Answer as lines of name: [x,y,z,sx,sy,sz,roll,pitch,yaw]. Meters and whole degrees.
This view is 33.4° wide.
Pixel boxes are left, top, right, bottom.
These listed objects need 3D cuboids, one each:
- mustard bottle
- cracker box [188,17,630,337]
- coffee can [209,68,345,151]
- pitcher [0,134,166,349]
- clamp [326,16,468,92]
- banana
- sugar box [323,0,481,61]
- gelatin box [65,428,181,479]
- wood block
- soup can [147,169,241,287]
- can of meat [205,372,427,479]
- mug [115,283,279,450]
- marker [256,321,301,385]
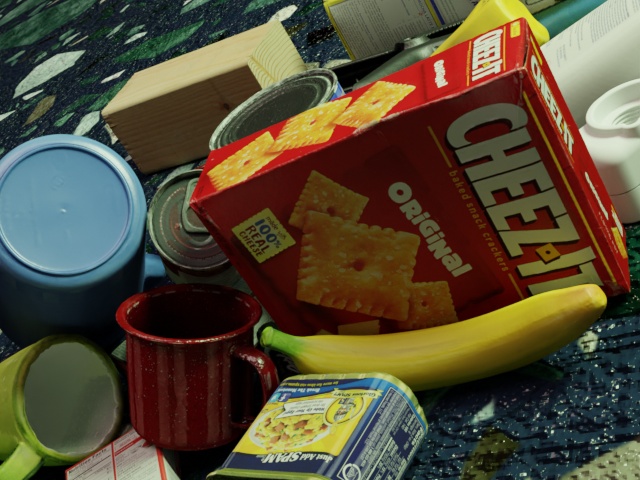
mustard bottle: [0.093,-0.112,0.853,0.192,0.058,0.096,-44,-8,22]
cracker box: [0.055,-0.012,0.642,0.214,0.164,0.072,-20,30,24]
coffee can: [-0.001,-0.037,0.771,0.103,0.140,0.103,-25,27,14]
pitcher: [-0.201,0.010,0.796,0.149,0.145,0.243,-51,1,-19]
clamp: [0.077,-0.164,0.969,0.209,0.036,0.165,-27,20,-23]
banana: [0.068,0.062,0.615,0.198,0.069,0.037,-11,65,18]
sugar box: [0.099,-0.229,1.047,0.177,0.093,0.048,-13,32,32]
gelatin box: [-0.126,0.162,0.688,0.073,0.030,0.089,-33,25,0]
wood block: [-0.121,-0.150,1.151,0.206,0.090,0.090,-12,33,34]
soup can: [-0.082,-0.003,0.744,0.068,0.068,0.102,-37,-8,-11]
can of meat: [0.000,0.121,0.595,0.102,0.057,0.083,-7,34,40]
mug: [-0.074,0.085,0.688,0.117,0.081,0.093,14,24,31]
marker: [-0.024,0.087,0.719,0.020,0.020,0.121,-32,26,0]
